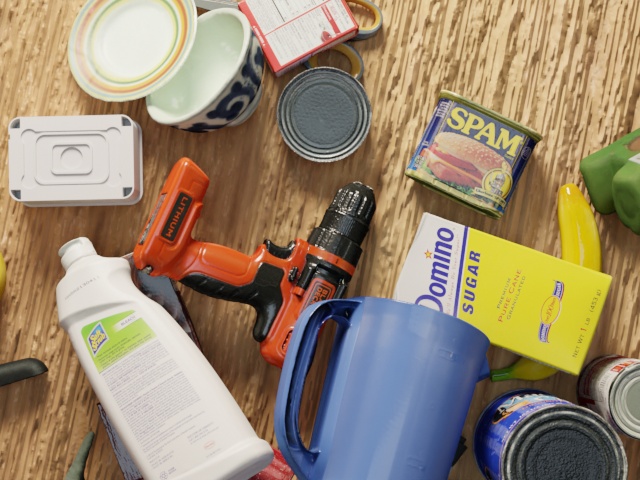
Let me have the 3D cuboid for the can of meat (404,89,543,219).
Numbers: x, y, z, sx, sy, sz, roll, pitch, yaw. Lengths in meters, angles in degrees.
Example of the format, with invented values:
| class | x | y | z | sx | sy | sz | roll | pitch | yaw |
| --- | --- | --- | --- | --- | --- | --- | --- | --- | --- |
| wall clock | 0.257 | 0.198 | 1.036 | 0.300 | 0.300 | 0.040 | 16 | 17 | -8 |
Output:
| class | x | y | z | sx | sy | sz | roll | pitch | yaw |
| --- | --- | --- | --- | --- | --- | --- | --- | --- | --- |
| can of meat | 0.137 | -0.077 | 0.972 | 0.102 | 0.057 | 0.084 | 25 | 90 | 1 |

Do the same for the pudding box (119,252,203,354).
| class | x | y | z | sx | sy | sz | roll | pitch | yaw |
| --- | --- | --- | --- | --- | --- | --- | --- | --- | --- |
| pudding box | -0.167 | 0.070 | 0.968 | 0.090 | 0.039 | 0.113 | -21 | 87 | -1 |

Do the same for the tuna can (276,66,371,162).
| class | x | y | z | sx | sy | sz | roll | pitch | yaw |
| --- | --- | --- | --- | --- | --- | --- | --- | --- | --- |
| tuna can | 0.004 | -0.115 | 0.974 | 0.086 | 0.033 | 0.086 | 0 | 100 | 2 |

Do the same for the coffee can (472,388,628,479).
| class | x | y | z | sx | sy | sz | roll | pitch | yaw |
| --- | --- | --- | --- | --- | --- | --- | --- | --- | --- |
| coffee can | 0.193 | 0.185 | 0.918 | 0.103 | 0.140 | 0.103 | 0 | 87 | -1 |

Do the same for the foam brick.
| class | x | y | z | sx | sy | sz | roll | pitch | yaw |
| --- | --- | --- | --- | --- | --- | --- | --- | --- | --- |
| foam brick | -0.159 | 0.171 | 0.957 | 0.051 | 0.053 | 0.078 | -21 | 87 | -2 |

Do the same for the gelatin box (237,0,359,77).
| class | x | y | z | sx | sy | sz | roll | pitch | yaw |
| --- | --- | --- | --- | --- | --- | --- | --- | --- | --- |
| gelatin box | -0.020 | -0.202 | 0.971 | 0.089 | 0.030 | 0.073 | -29 | 88 | -1 |

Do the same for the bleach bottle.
| class | x | y | z | sx | sy | sz | roll | pitch | yaw |
| --- | --- | --- | --- | --- | --- | --- | --- | --- | --- |
| bleach bottle | -0.145 | 0.101 | 0.898 | 0.102 | 0.068 | 0.251 | -32 | 72 | -4 |

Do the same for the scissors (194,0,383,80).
| class | x | y | z | sx | sy | sz | roll | pitch | yaw |
| --- | --- | --- | --- | --- | --- | --- | --- | --- | --- |
| scissors | -0.042 | -0.189 | 0.994 | 0.201 | 0.016 | 0.096 | -2 | 87 | -1 |

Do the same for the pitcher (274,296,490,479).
| class | x | y | z | sx | sy | sz | roll | pitch | yaw |
| --- | --- | --- | --- | --- | --- | --- | --- | --- | --- |
| pitcher | 0.041 | 0.173 | 0.891 | 0.149 | 0.145 | 0.242 | 11 | 72 | 19 |

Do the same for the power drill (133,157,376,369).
| class | x | y | z | sx | sy | sz | roll | pitch | yaw |
| --- | --- | --- | --- | --- | --- | --- | --- | --- | --- |
| power drill | -0.056 | 0.001 | 0.946 | 0.187 | 0.057 | 0.184 | 27 | 80 | -14 |

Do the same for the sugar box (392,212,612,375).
| class | x | y | z | sx | sy | sz | roll | pitch | yaw |
| --- | --- | --- | --- | --- | --- | --- | --- | --- | --- |
| sugar box | 0.160 | 0.047 | 0.951 | 0.176 | 0.048 | 0.093 | 19 | 87 | 14 |

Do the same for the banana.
| class | x | y | z | sx | sy | sz | roll | pitch | yaw |
| --- | --- | --- | --- | --- | --- | --- | --- | --- | --- |
| banana | 0.221 | 0.049 | 0.977 | 0.069 | 0.037 | 0.198 | 21 | 87 | -2 |
